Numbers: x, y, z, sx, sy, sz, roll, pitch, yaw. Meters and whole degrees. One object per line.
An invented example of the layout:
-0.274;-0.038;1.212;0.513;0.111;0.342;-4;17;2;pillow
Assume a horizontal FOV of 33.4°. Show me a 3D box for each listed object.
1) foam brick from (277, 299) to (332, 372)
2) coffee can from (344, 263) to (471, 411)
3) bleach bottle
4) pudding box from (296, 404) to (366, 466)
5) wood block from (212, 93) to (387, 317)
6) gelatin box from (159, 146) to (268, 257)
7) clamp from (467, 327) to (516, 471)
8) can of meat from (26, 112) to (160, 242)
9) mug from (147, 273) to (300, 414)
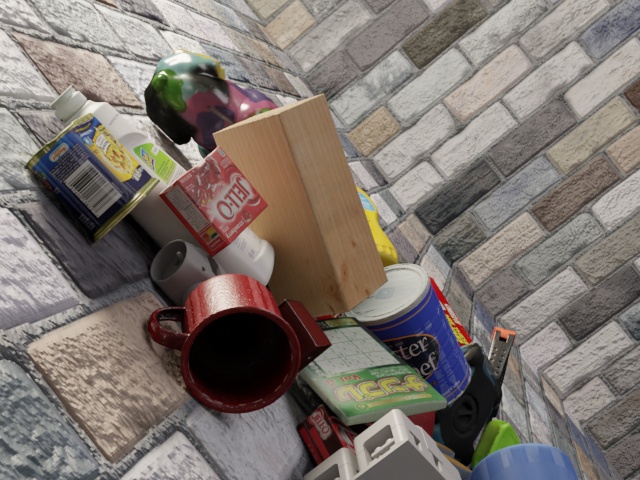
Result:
-0.038;0.096;0.946;0.051;0.078;0.053;52;10;13;foam brick
0.099;0.112;1.203;0.103;0.103;0.140;-107;172;-63;coffee can
-0.150;-0.045;0.997;0.250;0.068;0.102;46;13;-15;bleach bottle
0.036;0.209;0.981;0.113;0.039;0.090;41;14;-48;pudding box
-0.018;-0.032;1.085;0.090;0.091;0.206;-33;106;-53;wood block
-0.094;-0.037;0.963;0.073;0.030;0.089;51;33;-6;gelatin box
0.213;0.218;1.387;0.036;0.210;0.164;15;-5;14;clamp
-0.187;-0.055;0.884;0.084;0.057;0.102;47;10;-9;can of meat
-0.080;0.076;0.848;0.117;0.093;0.081;9;20;-15;mug
